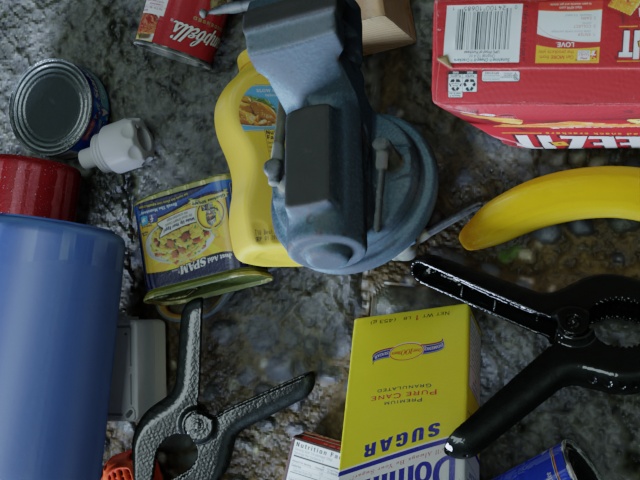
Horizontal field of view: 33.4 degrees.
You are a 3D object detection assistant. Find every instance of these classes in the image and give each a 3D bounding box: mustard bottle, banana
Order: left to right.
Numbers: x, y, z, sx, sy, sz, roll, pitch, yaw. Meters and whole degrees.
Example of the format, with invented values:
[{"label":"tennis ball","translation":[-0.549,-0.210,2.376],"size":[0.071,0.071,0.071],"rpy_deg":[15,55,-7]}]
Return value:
[{"label":"mustard bottle","translation":[-0.033,-0.077,0.829],"size":[0.058,0.096,0.191],"rpy_deg":[-35,60,55]},{"label":"banana","translation":[0.198,-0.020,0.769],"size":[0.198,0.037,0.069],"rpy_deg":[5,88,21]}]

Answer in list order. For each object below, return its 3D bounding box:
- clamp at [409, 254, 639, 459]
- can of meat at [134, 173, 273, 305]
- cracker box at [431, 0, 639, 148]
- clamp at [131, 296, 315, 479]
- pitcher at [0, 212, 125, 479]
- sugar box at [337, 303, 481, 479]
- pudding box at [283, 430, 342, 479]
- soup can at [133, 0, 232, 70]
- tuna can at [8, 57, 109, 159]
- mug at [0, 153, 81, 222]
[{"label":"clamp","translation":[0.167,0.060,0.748],"size":[0.210,0.036,0.164],"rpy_deg":[-11,51,-5]},{"label":"can of meat","translation":[-0.096,0.000,0.851],"size":[0.102,0.057,0.084],"rpy_deg":[-15,78,19]},{"label":"cracker box","translation":[0.177,-0.102,0.688],"size":[0.164,0.213,0.072],"rpy_deg":[3,89,21]},{"label":"clamp","translation":[-0.085,0.144,0.843],"size":[0.120,0.039,0.171],"rpy_deg":[25,89,5]},{"label":"pitcher","translation":[-0.227,0.105,0.813],"size":[0.149,0.145,0.243],"rpy_deg":[9,86,-5]},{"label":"sugar box","translation":[0.064,0.130,0.757],"size":[0.093,0.048,0.176],"rpy_deg":[-11,44,19]},{"label":"pudding box","translation":[0.012,0.213,0.824],"size":[0.090,0.039,0.113],"rpy_deg":[14,90,21]},{"label":"soup can","translation":[-0.106,-0.200,0.879],"size":[0.069,0.068,0.102],"rpy_deg":[19,93,21]},{"label":"tuna can","translation":[-0.229,-0.115,0.938],"size":[0.086,0.033,0.086],"rpy_deg":[-1,86,21]},{"label":"mug","translation":[-0.257,-0.027,0.922],"size":[0.117,0.093,0.081],"rpy_deg":[-1,79,57]}]
